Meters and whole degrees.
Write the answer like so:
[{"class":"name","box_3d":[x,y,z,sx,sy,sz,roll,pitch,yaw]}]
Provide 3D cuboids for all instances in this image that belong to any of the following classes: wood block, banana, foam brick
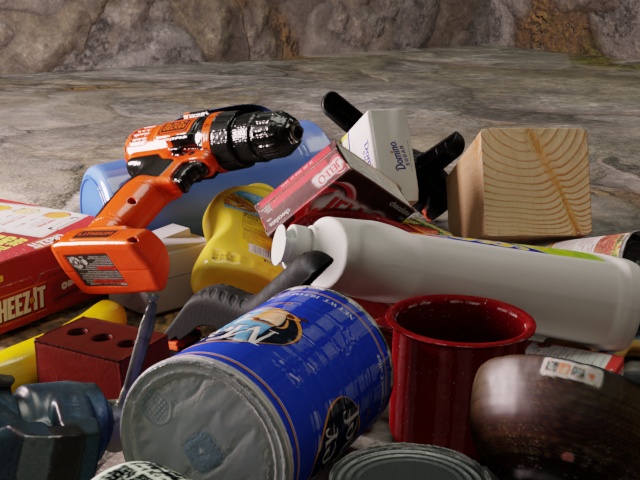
[{"class":"wood block","box_3d":[0.173,-0.035,0.965,0.090,0.091,0.206,-1,-8,-1]},{"class":"banana","box_3d":[-0.196,0.078,0.786,0.070,0.037,0.197,10,18,29]},{"class":"foam brick","box_3d":[-0.146,0.089,0.721,0.078,0.051,0.052,9,18,28]}]

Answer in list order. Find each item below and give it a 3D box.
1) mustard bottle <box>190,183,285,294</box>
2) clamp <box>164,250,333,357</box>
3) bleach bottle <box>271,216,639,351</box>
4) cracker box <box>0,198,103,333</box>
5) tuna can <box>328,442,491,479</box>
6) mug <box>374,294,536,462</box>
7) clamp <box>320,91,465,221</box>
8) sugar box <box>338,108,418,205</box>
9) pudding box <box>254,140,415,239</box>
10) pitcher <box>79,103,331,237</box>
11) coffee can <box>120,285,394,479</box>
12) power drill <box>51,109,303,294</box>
[{"class":"mustard bottle","box_3d":[-0.056,0.001,0.920,0.096,0.058,0.191,26,27,-14]},{"class":"clamp","box_3d":[-0.038,0.076,0.726,0.172,0.120,0.039,-14,5,44]},{"class":"bleach bottle","box_3d":[0.091,0.024,0.743,0.250,0.068,0.103,10,2,-18]},{"class":"cracker box","box_3d":[-0.310,0.017,0.947,0.214,0.072,0.163,11,20,31]},{"class":"tuna can","box_3d":[0.047,0.141,0.564,0.086,0.034,0.086,0,15,0]},{"class":"mug","box_3d":[0.075,0.084,0.676,0.117,0.081,0.093,11,19,31]},{"class":"clamp","box_3d":[0.104,-0.077,1.134,0.165,0.036,0.209,21,-17,35]},{"class":"sugar box","box_3d":[0.045,-0.060,1.063,0.048,0.093,0.176,-4,-10,-19]},{"class":"pudding box","box_3d":[0.013,-0.027,0.892,0.113,0.090,0.039,26,32,-54]},{"class":"pitcher","box_3d":[-0.111,-0.047,1.060,0.242,0.145,0.149,-12,20,-27]},{"class":"coffee can","box_3d":[-0.031,0.093,0.608,0.103,0.103,0.140,7,17,25]},{"class":"power drill","box_3d":[-0.120,-0.038,0.881,0.185,0.057,0.187,-5,37,36]}]
